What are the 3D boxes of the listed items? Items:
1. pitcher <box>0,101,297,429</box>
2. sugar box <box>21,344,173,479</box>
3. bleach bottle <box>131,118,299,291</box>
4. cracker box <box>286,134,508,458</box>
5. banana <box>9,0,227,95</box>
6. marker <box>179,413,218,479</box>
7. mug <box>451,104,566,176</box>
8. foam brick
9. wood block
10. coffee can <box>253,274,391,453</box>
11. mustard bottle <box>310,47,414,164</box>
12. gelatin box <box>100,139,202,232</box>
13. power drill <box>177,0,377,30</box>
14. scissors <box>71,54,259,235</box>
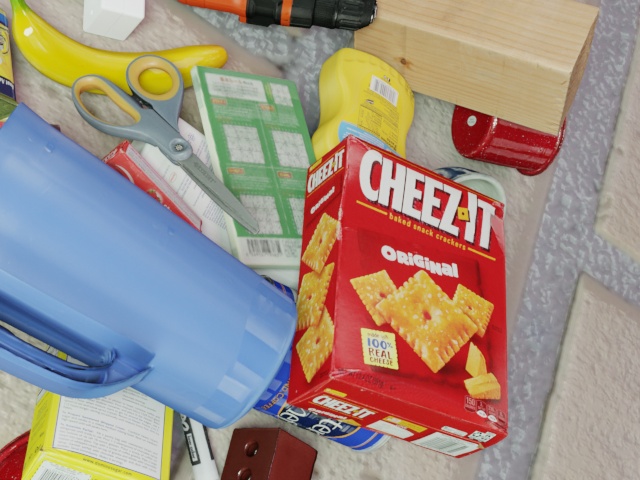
[{"bbox_3d":[-0.142,0.033,0.716,0.242,0.145,0.149,34,83,-15],"label":"pitcher"},{"bbox_3d":[-0.154,0.105,0.771,0.093,0.048,0.176,24,35,-23],"label":"sugar box"},{"bbox_3d":[-0.056,0.001,0.897,0.250,0.068,0.102,35,56,-20],"label":"bleach bottle"},{"bbox_3d":[0.066,0.043,0.833,0.164,0.072,0.213,22,55,-25],"label":"cracker box"},{"bbox_3d":[-0.170,-0.150,0.876,0.197,0.070,0.037,11,32,-36],"label":"banana"},{"bbox_3d":[-0.104,0.132,0.848,0.020,0.020,0.121,-9,79,-34],"label":"marker"},{"bbox_3d":[0.185,-0.127,1.076,0.081,0.093,0.117,8,66,-25],"label":"mug"},{"bbox_3d":[-0.044,0.192,0.838,0.051,0.053,0.078,39,54,-41],"label":"foam brick"},{"bbox_3d":[0.143,-0.186,1.002,0.206,0.091,0.090,20,58,15],"label":"wood block"},{"bbox_3d":[-0.006,0.102,0.869,0.140,0.103,0.102,26,62,-23],"label":"coffee can"},{"bbox_3d":[0.036,-0.079,0.961,0.096,0.058,0.191,31,48,-28],"label":"mustard bottle"},{"bbox_3d":[-0.145,-0.019,0.800,0.089,0.073,0.030,48,12,-19],"label":"gelatin box"},{"bbox_3d":[-0.030,-0.278,0.974,0.184,0.057,0.187,10,62,-2],"label":"power drill"},{"bbox_3d":[-0.103,-0.084,0.826,0.202,0.016,0.096,31,58,17],"label":"scissors"}]
